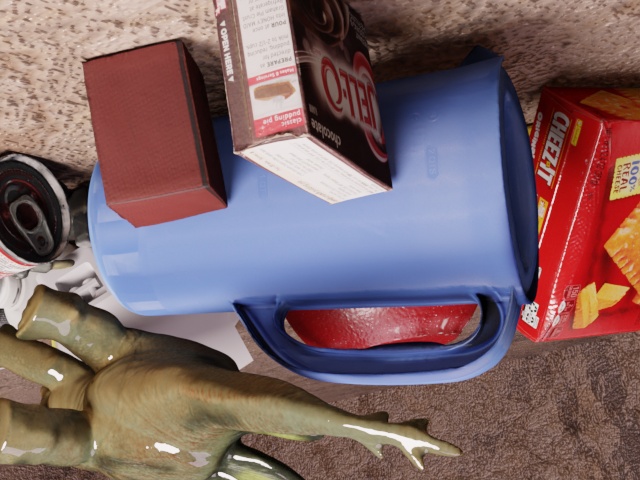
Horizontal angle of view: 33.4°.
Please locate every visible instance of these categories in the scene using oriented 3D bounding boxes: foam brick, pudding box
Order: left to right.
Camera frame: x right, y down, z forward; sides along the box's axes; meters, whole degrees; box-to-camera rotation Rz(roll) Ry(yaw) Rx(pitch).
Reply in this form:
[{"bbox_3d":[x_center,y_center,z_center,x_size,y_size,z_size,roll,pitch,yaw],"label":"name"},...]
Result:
[{"bbox_3d":[-0.082,-0.052,0.536,0.051,0.078,0.053,-13,167,4],"label":"foam brick"},{"bbox_3d":[-0.006,-0.071,0.482,0.039,0.090,0.113,-15,166,21],"label":"pudding box"}]

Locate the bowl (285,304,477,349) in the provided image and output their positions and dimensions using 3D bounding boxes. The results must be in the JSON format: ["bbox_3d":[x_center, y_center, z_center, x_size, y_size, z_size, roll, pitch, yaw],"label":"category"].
[{"bbox_3d":[0.046,0.049,0.743,0.162,0.055,0.162,-10,166,-3],"label":"bowl"}]

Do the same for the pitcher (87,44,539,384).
[{"bbox_3d":[-0.002,-0.010,0.596,0.243,0.145,0.149,-7,-156,18],"label":"pitcher"}]

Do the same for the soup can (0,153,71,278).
[{"bbox_3d":[-0.213,-0.005,0.651,0.102,0.068,0.068,-17,166,29],"label":"soup can"}]
